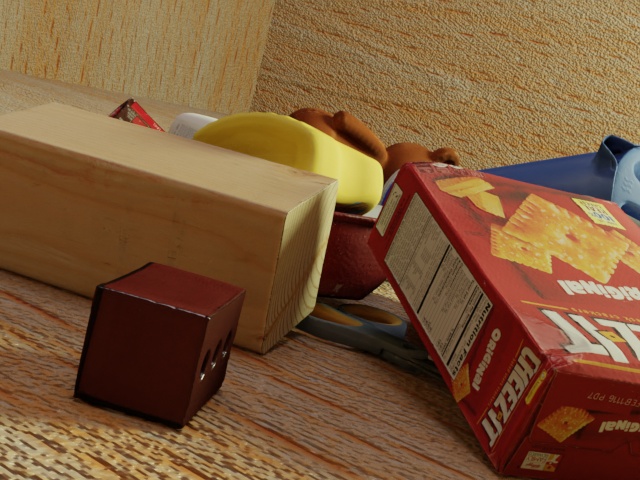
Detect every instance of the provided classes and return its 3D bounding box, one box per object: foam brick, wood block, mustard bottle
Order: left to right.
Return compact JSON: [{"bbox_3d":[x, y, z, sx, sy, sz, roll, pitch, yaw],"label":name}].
[{"bbox_3d":[-0.106,-0.013,0.656,0.206,0.090,0.090,16,19,16],"label":"wood block"},{"bbox_3d":[-0.071,0.045,0.484,0.051,0.053,0.078,15,9,6],"label":"foam brick"},{"bbox_3d":[-0.008,-0.046,0.773,0.096,0.058,0.191,0,-6,24],"label":"mustard bottle"}]

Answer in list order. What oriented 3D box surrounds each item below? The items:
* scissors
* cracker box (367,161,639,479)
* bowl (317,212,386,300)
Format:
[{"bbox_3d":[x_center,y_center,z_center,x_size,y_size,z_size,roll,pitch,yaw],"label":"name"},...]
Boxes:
[{"bbox_3d":[0.061,0.069,0.671,0.202,0.016,0.096,19,11,35],"label":"scissors"},{"bbox_3d":[0.139,0.041,0.596,0.164,0.072,0.214,10,27,-22],"label":"cracker box"},{"bbox_3d":[-0.013,0.010,0.753,0.162,0.055,0.162,7,-4,0],"label":"bowl"}]
